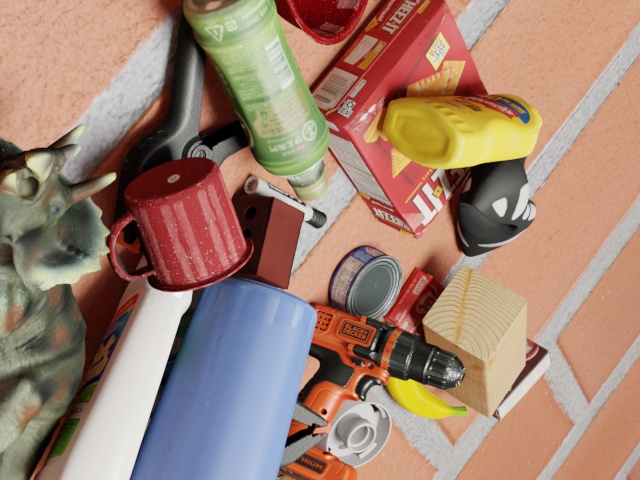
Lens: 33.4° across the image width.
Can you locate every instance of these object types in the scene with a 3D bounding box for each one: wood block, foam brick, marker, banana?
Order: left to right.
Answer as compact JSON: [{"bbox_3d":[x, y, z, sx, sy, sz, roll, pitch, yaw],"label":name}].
[{"bbox_3d":[-0.057,0.001,1.012,0.051,0.053,0.078,24,74,-52],"label":"foam brick"},{"bbox_3d":[-0.031,-0.036,1.058,0.121,0.020,0.020,27,92,-51],"label":"marker"},{"bbox_3d":[0.114,0.172,1.315,0.070,0.037,0.197,-29,135,11],"label":"banana"},{"bbox_3d":[0.190,0.127,1.296,0.090,0.090,0.206,-52,156,-16],"label":"wood block"}]

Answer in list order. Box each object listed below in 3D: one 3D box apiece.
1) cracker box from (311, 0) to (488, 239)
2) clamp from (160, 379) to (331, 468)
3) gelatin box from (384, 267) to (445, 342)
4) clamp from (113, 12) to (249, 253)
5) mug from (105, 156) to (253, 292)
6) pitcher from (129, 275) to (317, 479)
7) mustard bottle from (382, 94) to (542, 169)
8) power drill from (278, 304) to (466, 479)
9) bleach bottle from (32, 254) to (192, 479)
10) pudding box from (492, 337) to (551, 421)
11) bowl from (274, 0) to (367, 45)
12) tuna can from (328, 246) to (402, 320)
[{"bbox_3d":[0.092,-0.125,1.095,0.164,0.072,0.213,-51,141,-10],"label":"cracker box"},{"bbox_3d":[-0.078,0.195,1.037,0.171,0.039,0.120,8,100,-11],"label":"clamp"},{"bbox_3d":[0.124,0.084,1.290,0.073,0.030,0.089,-56,141,-6],"label":"gelatin box"},{"bbox_3d":[-0.107,-0.079,0.936,0.164,0.036,0.210,30,87,-48],"label":"clamp"},{"bbox_3d":[-0.121,-0.011,0.869,0.117,0.093,0.081,-27,118,-19],"label":"mug"},{"bbox_3d":[-0.097,0.157,0.955,0.149,0.145,0.243,22,77,-23],"label":"pitcher"},{"bbox_3d":[0.156,-0.110,1.037,0.191,0.096,0.058,-10,121,-45],"label":"mustard bottle"},{"bbox_3d":[0.037,0.170,1.104,0.187,0.185,0.057,-63,155,-21],"label":"power drill"},{"bbox_3d":[-0.166,0.106,0.924,0.068,0.103,0.250,27,65,-18],"label":"bleach bottle"},{"bbox_3d":[0.238,0.172,1.418,0.113,0.090,0.039,-45,139,-17],"label":"pudding box"},{"bbox_3d":[-0.014,-0.246,0.898,0.161,0.055,0.162,-18,111,-58],"label":"bowl"},{"bbox_3d":[0.050,0.050,1.187,0.085,0.034,0.086,-25,129,-35],"label":"tuna can"}]
